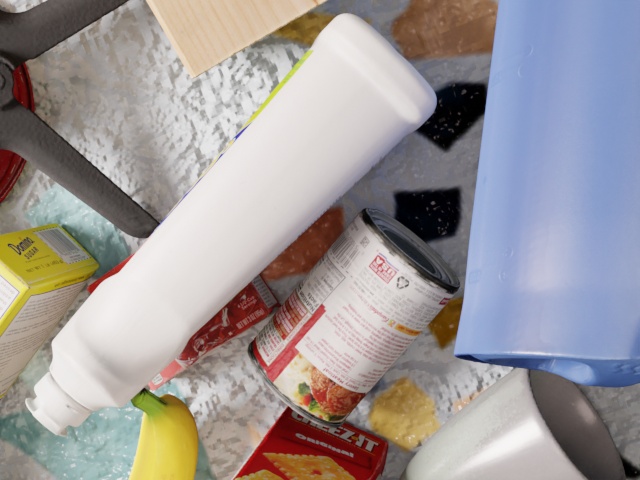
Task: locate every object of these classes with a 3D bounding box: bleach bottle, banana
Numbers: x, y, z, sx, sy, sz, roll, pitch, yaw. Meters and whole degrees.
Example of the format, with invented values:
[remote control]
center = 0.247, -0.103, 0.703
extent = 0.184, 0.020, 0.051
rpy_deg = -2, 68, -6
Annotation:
[bleach bottle]
center = -0.054, 0.001, 0.541
extent = 0.068, 0.102, 0.251
rpy_deg = 44, 88, -5
[banana]
center = -0.114, 0.162, 0.624
extent = 0.037, 0.069, 0.198
rpy_deg = 41, 116, 45

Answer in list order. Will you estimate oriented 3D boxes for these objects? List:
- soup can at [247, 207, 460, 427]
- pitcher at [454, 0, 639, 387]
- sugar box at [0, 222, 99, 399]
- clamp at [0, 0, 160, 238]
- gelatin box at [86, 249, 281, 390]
[soup can]
center = 0.018, 0.041, 0.575
extent = 0.068, 0.068, 0.102
rpy_deg = 41, 103, 6
[pitcher]
center = 0.131, -0.054, 0.495
extent = 0.149, 0.144, 0.243
rpy_deg = 1, 80, 24
[sugar box]
center = -0.208, 0.072, 0.620
extent = 0.048, 0.093, 0.176
rpy_deg = 43, 103, 6
[clamp]
center = -0.171, -0.096, 0.576
extent = 0.209, 0.036, 0.164
rpy_deg = 10, 95, -23
[gelatin box]
center = -0.080, 0.033, 0.617
extent = 0.089, 0.030, 0.073
rpy_deg = -33, 88, 14
